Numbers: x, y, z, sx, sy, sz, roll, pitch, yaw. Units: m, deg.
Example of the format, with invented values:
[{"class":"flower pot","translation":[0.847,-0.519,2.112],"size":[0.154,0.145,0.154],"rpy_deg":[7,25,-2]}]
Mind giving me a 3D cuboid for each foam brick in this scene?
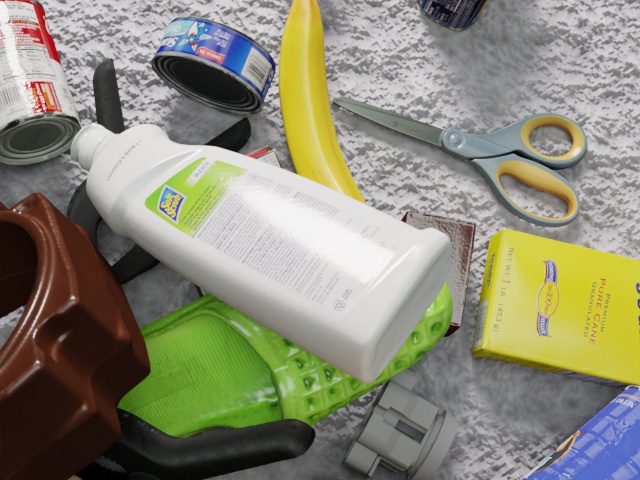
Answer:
[{"class":"foam brick","translation":[0.077,0.025,0.768],"size":[0.053,0.051,0.078],"rpy_deg":[10,79,-3]}]

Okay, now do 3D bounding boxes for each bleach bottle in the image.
[{"class":"bleach bottle","translation":[-0.050,-0.014,0.673],"size":[0.251,0.068,0.102],"rpy_deg":[29,64,20]}]

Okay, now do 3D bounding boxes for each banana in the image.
[{"class":"banana","translation":[0.003,-0.079,0.778],"size":[0.037,0.070,0.198],"rpy_deg":[-4,69,-49]}]

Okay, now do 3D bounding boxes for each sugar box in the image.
[{"class":"sugar box","translation":[0.205,0.057,0.777],"size":[0.176,0.048,0.093],"rpy_deg":[12,79,-1]}]

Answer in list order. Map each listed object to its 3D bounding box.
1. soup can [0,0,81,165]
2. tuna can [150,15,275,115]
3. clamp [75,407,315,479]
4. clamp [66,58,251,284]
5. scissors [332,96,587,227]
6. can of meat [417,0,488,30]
[{"class":"soup can","translation":[-0.214,-0.113,0.754],"size":[0.068,0.068,0.102],"rpy_deg":[-19,73,-8]},{"class":"tuna can","translation":[-0.076,-0.125,0.767],"size":[0.086,0.086,0.033],"rpy_deg":[21,76,-1]},{"class":"clamp","translation":[-0.104,0.165,0.709],"size":[0.210,0.164,0.036],"rpy_deg":[8,36,13]},{"class":"clamp","translation":[-0.140,-0.044,0.769],"size":[0.120,0.039,0.171],"rpy_deg":[30,78,0]},{"class":"scissors","translation":[0.118,-0.086,0.811],"size":[0.202,0.016,0.096],"rpy_deg":[35,77,2]},{"class":"can of meat","translation":[0.117,-0.218,0.801],"size":[0.057,0.084,0.102],"rpy_deg":[28,78,1]}]
